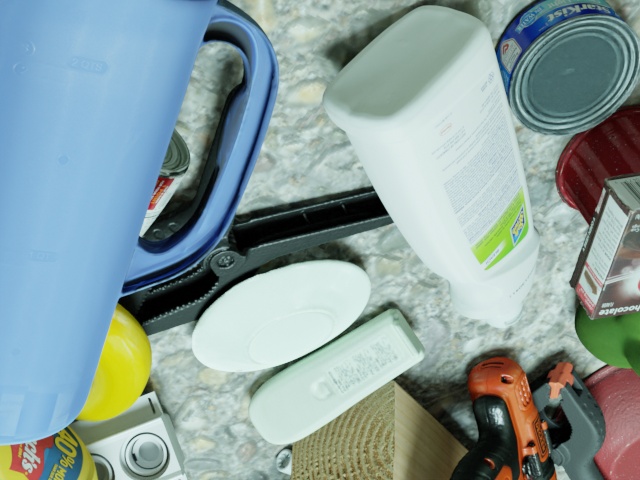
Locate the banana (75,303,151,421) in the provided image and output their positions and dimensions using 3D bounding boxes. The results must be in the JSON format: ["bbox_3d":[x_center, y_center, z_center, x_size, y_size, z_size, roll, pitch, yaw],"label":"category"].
[{"bbox_3d":[-0.142,0.083,0.684,0.069,0.037,0.198,-1,153,-24],"label":"banana"}]

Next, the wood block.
[{"bbox_3d":[0.070,0.203,0.855,0.091,0.090,0.206,-18,138,27],"label":"wood block"}]

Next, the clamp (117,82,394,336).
[{"bbox_3d":[-0.054,0.001,0.684,0.164,0.036,0.210,25,123,-41],"label":"clamp"}]

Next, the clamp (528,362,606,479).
[{"bbox_3d":[0.189,0.173,0.903,0.120,0.039,0.171,1,122,24],"label":"clamp"}]

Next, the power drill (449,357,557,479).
[{"bbox_3d":[0.134,0.207,0.809,0.057,0.187,0.184,-10,109,28],"label":"power drill"}]

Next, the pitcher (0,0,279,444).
[{"bbox_3d":[-0.132,-0.026,0.516,0.144,0.149,0.243,-18,131,-57],"label":"pitcher"}]

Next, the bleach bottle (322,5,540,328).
[{"bbox_3d":[0.087,-0.022,0.679,0.102,0.068,0.250,-45,138,-17],"label":"bleach bottle"}]

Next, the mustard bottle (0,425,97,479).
[{"bbox_3d":[-0.201,0.136,0.680,0.058,0.096,0.191,-38,112,18],"label":"mustard bottle"}]

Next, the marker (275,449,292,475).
[{"bbox_3d":[0.012,0.201,0.897,0.121,0.020,0.020,30,116,-36],"label":"marker"}]

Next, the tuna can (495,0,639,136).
[{"bbox_3d":[0.151,-0.108,0.656,0.086,0.034,0.086,-9,133,-10],"label":"tuna can"}]
